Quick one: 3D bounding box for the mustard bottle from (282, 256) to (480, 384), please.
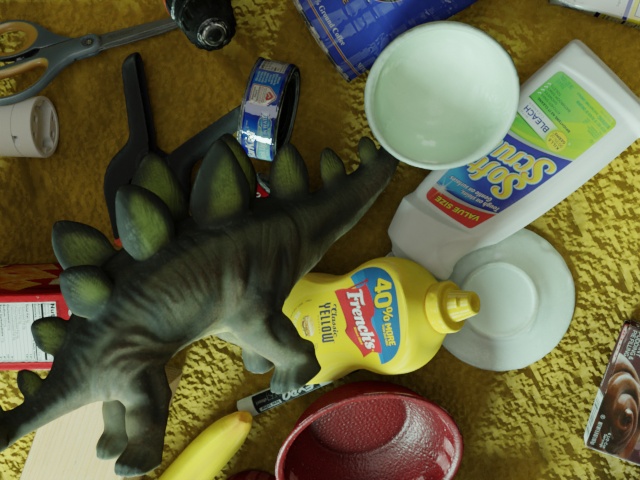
[{"bbox_3d":[0.047,0.064,0.882,0.192,0.058,0.096,-12,78,39],"label":"mustard bottle"}]

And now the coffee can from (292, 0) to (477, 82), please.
[{"bbox_3d":[0.056,-0.209,0.871,0.140,0.102,0.103,-31,90,11],"label":"coffee can"}]

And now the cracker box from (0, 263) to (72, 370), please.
[{"bbox_3d":[-0.234,0.059,0.918,0.214,0.164,0.072,-2,98,10],"label":"cracker box"}]

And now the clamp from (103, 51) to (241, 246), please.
[{"bbox_3d":[-0.135,-0.071,0.951,0.120,0.039,0.171,18,105,12],"label":"clamp"}]

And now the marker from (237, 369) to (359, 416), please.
[{"bbox_3d":[-0.018,0.130,0.962,0.121,0.020,0.020,-25,91,11],"label":"marker"}]

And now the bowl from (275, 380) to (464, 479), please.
[{"bbox_3d":[0.038,0.173,0.918,0.162,0.055,0.162,-5,125,-7],"label":"bowl"}]

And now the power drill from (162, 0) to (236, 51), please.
[{"bbox_3d":[-0.049,-0.242,0.861,0.188,0.184,0.057,-33,130,5],"label":"power drill"}]

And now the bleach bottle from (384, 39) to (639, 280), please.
[{"bbox_3d":[0.152,-0.045,0.890,0.251,0.068,0.102,-44,75,13],"label":"bleach bottle"}]

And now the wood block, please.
[{"bbox_3d":[-0.210,0.203,0.967,0.091,0.090,0.206,22,100,7],"label":"wood block"}]

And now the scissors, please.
[{"bbox_3d":[-0.221,-0.186,0.961,0.201,0.016,0.096,-28,63,-6],"label":"scissors"}]

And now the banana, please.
[{"bbox_3d":[-0.126,0.225,0.967,0.037,0.070,0.198,39,93,-13],"label":"banana"}]

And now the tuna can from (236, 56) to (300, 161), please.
[{"bbox_3d":[-0.043,-0.111,0.907,0.034,0.086,0.086,13,98,7],"label":"tuna can"}]
